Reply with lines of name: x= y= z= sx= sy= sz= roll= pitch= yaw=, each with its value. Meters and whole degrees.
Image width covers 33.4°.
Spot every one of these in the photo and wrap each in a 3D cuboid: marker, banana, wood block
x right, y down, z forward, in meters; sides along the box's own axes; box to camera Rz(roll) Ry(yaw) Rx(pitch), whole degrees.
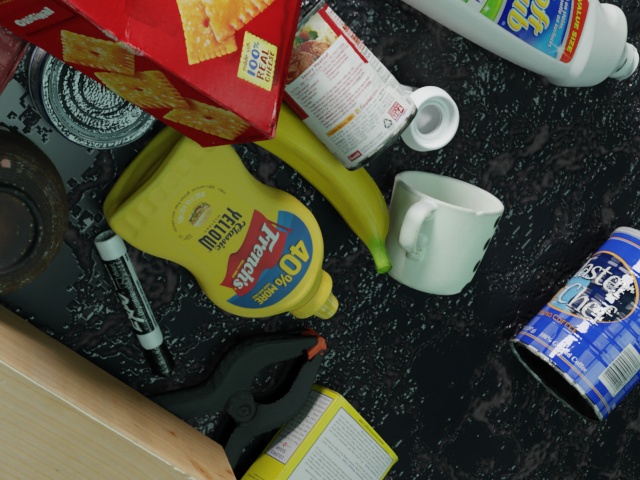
marker: x=-0.131 y=0.048 z=0.764 sx=0.020 sy=0.020 sz=0.121 roll=-27 pitch=118 yaw=-17
banana: x=-0.011 y=-0.059 z=0.764 sx=0.197 sy=0.069 sz=0.037 roll=40 pitch=114 yaw=-22
wood block: x=-0.164 y=0.140 z=0.717 sx=0.206 sy=0.090 sz=0.091 roll=37 pitch=95 yaw=-23

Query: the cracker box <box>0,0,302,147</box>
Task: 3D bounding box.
cracker box: x=-0.097 y=-0.171 z=0.611 sx=0.213 sy=0.072 sz=0.164 roll=31 pitch=64 yaw=-48

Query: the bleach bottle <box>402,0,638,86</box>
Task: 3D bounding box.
bleach bottle: x=0.155 y=-0.188 z=0.807 sx=0.250 sy=0.068 sz=0.102 roll=20 pitch=98 yaw=-33

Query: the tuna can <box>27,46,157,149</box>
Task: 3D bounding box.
tuna can: x=-0.144 y=-0.103 z=0.696 sx=0.086 sy=0.034 sz=0.086 roll=-9 pitch=111 yaw=-25

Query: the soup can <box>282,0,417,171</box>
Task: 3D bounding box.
soup can: x=0.010 y=-0.107 z=0.738 sx=0.068 sy=0.068 sz=0.102 roll=-45 pitch=102 yaw=-7

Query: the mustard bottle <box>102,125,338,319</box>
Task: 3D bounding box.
mustard bottle: x=-0.055 y=0.001 z=0.764 sx=0.096 sy=0.058 sz=0.191 roll=-48 pitch=122 yaw=3

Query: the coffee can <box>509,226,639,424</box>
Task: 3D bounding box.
coffee can: x=0.248 y=0.073 z=0.920 sx=0.140 sy=0.103 sz=0.102 roll=-45 pitch=121 yaw=-7

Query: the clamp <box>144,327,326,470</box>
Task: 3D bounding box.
clamp: x=-0.064 y=0.135 z=0.818 sx=0.171 sy=0.039 sz=0.120 roll=-29 pitch=121 yaw=-10

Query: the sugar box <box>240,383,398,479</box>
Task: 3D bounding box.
sugar box: x=-0.022 y=0.212 z=0.846 sx=0.176 sy=0.048 sz=0.093 roll=-49 pitch=121 yaw=-15
